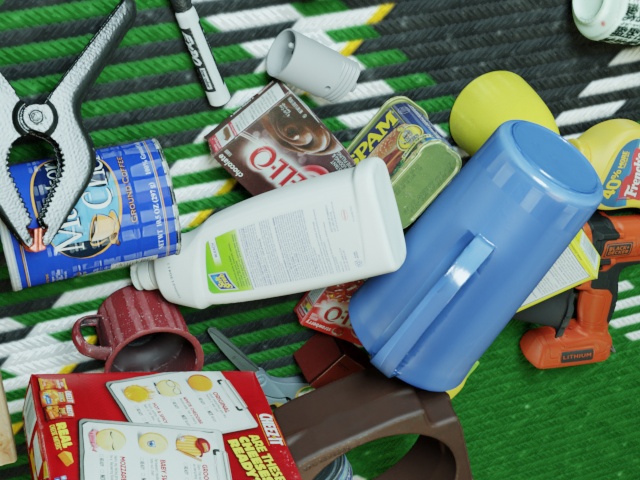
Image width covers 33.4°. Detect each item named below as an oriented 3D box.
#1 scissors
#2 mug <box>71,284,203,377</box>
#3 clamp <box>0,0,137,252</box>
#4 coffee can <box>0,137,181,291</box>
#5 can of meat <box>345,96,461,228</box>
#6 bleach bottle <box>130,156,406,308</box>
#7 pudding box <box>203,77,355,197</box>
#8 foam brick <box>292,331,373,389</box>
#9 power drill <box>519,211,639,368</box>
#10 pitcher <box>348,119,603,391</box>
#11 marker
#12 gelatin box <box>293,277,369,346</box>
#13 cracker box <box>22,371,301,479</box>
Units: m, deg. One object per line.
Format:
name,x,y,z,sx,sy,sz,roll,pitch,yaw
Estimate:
scissors,-0.046,0.142,1.136,0.096,0.016,0.201,-25,130,-8
mug,-0.175,0.093,0.998,0.117,0.081,0.093,6,121,-28
clamp,-0.229,-0.098,0.810,0.164,0.036,0.210,6,87,-22
coffee can,-0.197,-0.023,0.891,0.140,0.103,0.103,-13,128,-16
can of meat,0.072,-0.069,0.990,0.057,0.084,0.102,30,108,-37
bleach bottle,-0.056,0.001,0.951,0.251,0.068,0.102,-11,100,19
pudding box,-0.036,-0.080,0.962,0.090,0.039,0.113,-39,130,8
foam brick,0.020,0.137,1.139,0.053,0.051,0.078,-42,130,8
power drill,0.281,0.055,1.192,0.184,0.057,0.188,-4,126,-17
pitcher,0.135,0.017,0.949,0.144,0.149,0.243,15,128,-28
marker,-0.102,-0.165,0.884,0.020,0.020,0.121,-25,130,-6
gelatin box,0.029,0.065,1.103,0.089,0.030,0.073,24,112,-35
cracker box,-0.139,0.192,0.923,0.213,0.164,0.072,3,124,-26
